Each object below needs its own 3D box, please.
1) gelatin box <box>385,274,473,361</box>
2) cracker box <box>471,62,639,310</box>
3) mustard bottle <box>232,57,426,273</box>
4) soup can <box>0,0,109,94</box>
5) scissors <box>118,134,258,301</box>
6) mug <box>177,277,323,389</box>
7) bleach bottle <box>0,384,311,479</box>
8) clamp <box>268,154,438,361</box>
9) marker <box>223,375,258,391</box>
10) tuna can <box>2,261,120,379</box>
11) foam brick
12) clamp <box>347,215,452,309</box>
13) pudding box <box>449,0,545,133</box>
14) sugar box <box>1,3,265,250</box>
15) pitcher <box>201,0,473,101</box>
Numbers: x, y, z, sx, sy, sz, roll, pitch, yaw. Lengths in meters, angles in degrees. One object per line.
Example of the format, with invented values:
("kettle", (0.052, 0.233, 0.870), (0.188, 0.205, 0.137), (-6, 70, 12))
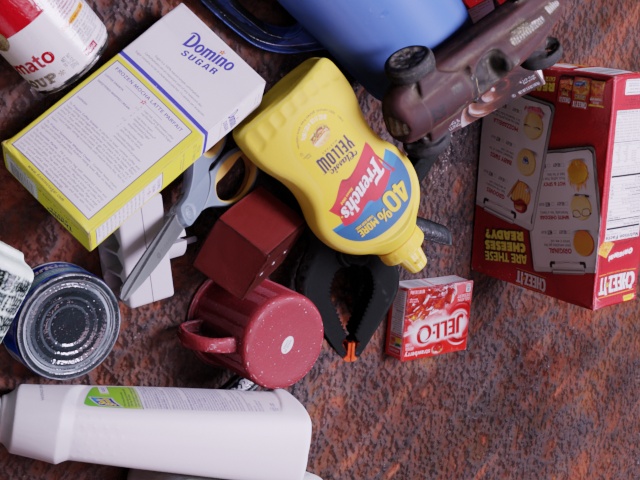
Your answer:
("gelatin box", (0.108, 0.075, 1.045), (0.089, 0.030, 0.073), (-4, 105, -37))
("cracker box", (0.228, -0.060, 1.015), (0.071, 0.164, 0.214), (-8, 107, -34))
("mustard bottle", (0.024, -0.046, 0.856), (0.096, 0.058, 0.191), (-44, 111, -10))
("soup can", (-0.200, -0.157, 0.719), (0.068, 0.069, 0.102), (-51, 127, -15))
("scissors", (-0.106, -0.041, 0.806), (0.201, 0.016, 0.096), (-42, 120, -53))
("mug", (-0.061, 0.074, 0.881), (0.117, 0.082, 0.093), (-2, 104, -37))
("bleach bottle", (-0.139, 0.143, 0.822), (0.250, 0.103, 0.068), (8, 93, -19))
("clamp", (0.015, 0.001, 0.915), (0.164, 0.036, 0.210), (4, 104, -19))
("marker", (-0.072, 0.131, 0.929), (0.121, 0.020, 0.020), (-40, 123, -22))
("tuna can", (-0.195, 0.061, 0.805), (0.085, 0.034, 0.086), (-11, 109, -35))
("foam brick", (-0.056, 0.001, 0.855), (0.053, 0.051, 0.078), (-56, 174, 33))
("clamp", (0.036, -0.005, 0.963), (0.171, 0.039, 0.120), (41, 78, -29))
("pudding box", (0.129, -0.153, 0.955), (0.114, 0.039, 0.090), (-28, 130, 21))
("sugar box", (-0.134, -0.085, 0.778), (0.093, 0.048, 0.176), (44, 67, 7))
("pitcher", (0.015, -0.209, 0.837), (0.242, 0.149, 0.145), (42, 67, -45))
